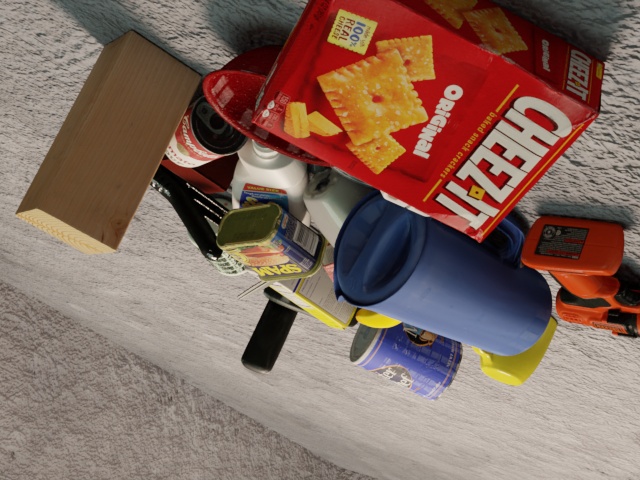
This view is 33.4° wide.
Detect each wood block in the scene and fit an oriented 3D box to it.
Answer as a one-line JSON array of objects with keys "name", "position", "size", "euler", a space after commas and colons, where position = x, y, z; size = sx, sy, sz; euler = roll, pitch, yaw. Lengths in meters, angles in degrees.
[{"name": "wood block", "position": [-0.216, -0.098, 1.093], "size": [0.090, 0.206, 0.090], "euler": [31, 162, -26]}]

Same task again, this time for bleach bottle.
[{"name": "bleach bottle", "position": [-0.062, -0.067, 1.233], "size": [0.102, 0.068, 0.251], "euler": [19, 161, 8]}]

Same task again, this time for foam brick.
[{"name": "foam brick", "position": [-0.142, -0.097, 1.263], "size": [0.078, 0.051, 0.053], "euler": [34, 162, -29]}]

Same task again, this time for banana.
[{"name": "banana", "position": [0.089, 0.085, 1.424], "size": [0.069, 0.037, 0.198], "euler": [25, 162, 6]}]

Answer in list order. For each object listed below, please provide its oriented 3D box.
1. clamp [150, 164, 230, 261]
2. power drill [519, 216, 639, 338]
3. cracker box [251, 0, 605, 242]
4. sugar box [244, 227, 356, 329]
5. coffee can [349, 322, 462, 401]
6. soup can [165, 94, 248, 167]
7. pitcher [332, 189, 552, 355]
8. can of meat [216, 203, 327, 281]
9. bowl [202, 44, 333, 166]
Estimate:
[{"name": "clamp", "position": [-0.180, -0.065, 1.319], "size": [0.210, 0.036, 0.164], "euler": [46, -169, -15]}, {"name": "power drill", "position": [0.302, 0.046, 1.091], "size": [0.185, 0.057, 0.187], "euler": [6, 155, 40]}, {"name": "cracker box", "position": [0.075, -0.109, 0.798], "size": [0.213, 0.072, 0.164], "euler": [27, 137, -8]}, {"name": "sugar box", "position": [-0.015, 0.041, 1.440], "size": [0.176, 0.093, 0.048], "euler": [36, 161, -34]}, {"name": "coffee can", "position": [0.129, 0.168, 1.616], "size": [0.140, 0.102, 0.103], "euler": [27, 163, -11]}, {"name": "soup can", "position": [-0.126, -0.118, 1.149], "size": [0.068, 0.068, 0.102], "euler": [31, 162, -22]}, {"name": "pitcher", "position": [0.147, 0.037, 1.147], "size": [0.242, 0.145, 0.149], "euler": [24, 169, -37]}, {"name": "can of meat", "position": [-0.058, 0.002, 1.232], "size": [0.102, 0.057, 0.083], "euler": [-7, 147, 41]}, {"name": "bowl", "position": [-0.026, -0.133, 0.990], "size": [0.162, 0.055, 0.162], "euler": [22, 163, 7]}]
